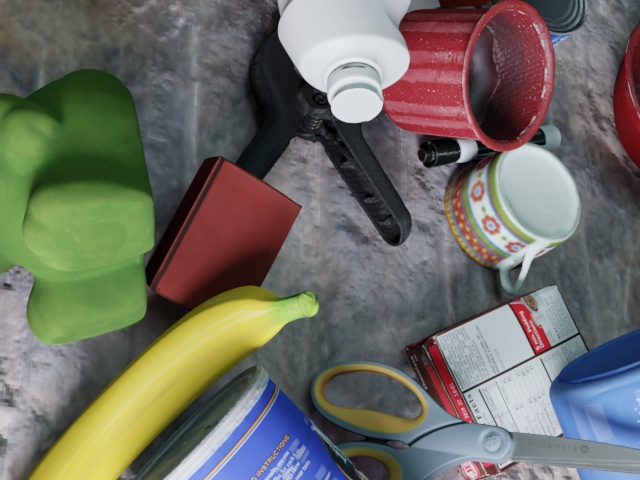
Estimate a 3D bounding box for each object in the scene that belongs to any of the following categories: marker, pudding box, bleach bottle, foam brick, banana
[{"bbox_3d":[0.116,-0.065,0.734,0.120,0.020,0.020,-10,74,-32],"label":"marker"},{"bbox_3d":[0.117,0.085,0.656,0.113,0.039,0.090,-20,82,-32],"label":"pudding box"},{"bbox_3d":[0.021,-0.175,0.668,0.102,0.068,0.251,8,53,-16],"label":"bleach bottle"},{"bbox_3d":[-0.054,0.001,0.570,0.051,0.053,0.078,28,88,-15],"label":"foam brick"},{"bbox_3d":[-0.087,0.083,0.511,0.197,0.070,0.037,-43,99,-7],"label":"banana"}]

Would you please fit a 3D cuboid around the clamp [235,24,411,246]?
[{"bbox_3d":[0.004,-0.072,0.660,0.120,0.039,0.171,19,61,-20],"label":"clamp"}]

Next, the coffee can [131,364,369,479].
[{"bbox_3d":[-0.017,0.145,0.512,0.140,0.103,0.102,46,54,-4],"label":"coffee can"}]

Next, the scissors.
[{"bbox_3d":[0.077,0.122,0.559,0.202,0.016,0.096,19,74,25],"label":"scissors"}]

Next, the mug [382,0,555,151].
[{"bbox_3d":[0.098,-0.111,0.690,0.117,0.082,0.093,-28,117,-37],"label":"mug"}]
